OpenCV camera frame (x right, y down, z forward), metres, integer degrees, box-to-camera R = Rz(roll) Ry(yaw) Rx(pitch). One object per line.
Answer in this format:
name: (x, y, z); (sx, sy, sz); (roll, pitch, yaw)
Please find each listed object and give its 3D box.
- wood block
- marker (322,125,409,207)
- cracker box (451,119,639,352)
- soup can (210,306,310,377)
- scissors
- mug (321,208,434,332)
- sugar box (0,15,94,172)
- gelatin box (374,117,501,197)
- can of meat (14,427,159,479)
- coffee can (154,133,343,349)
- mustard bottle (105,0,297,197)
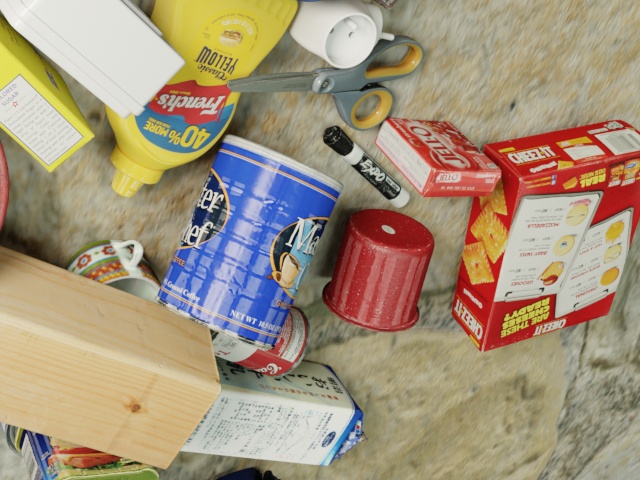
wood block: (-0.189, 0.084, 0.789); (0.205, 0.090, 0.091); (24, 114, -26)
marker: (0.040, -0.064, 0.931); (0.020, 0.020, 0.121); (-45, 135, 7)
cracker box: (0.227, -0.006, 1.058); (0.164, 0.072, 0.214); (-13, 132, -22)
soup can: (-0.067, 0.075, 0.943); (0.102, 0.069, 0.068); (28, 108, -42)
scissors: (0.002, -0.111, 0.840); (0.201, 0.016, 0.096); (-24, 144, -33)
mug: (0.061, 0.020, 0.974); (0.117, 0.093, 0.081); (-30, 140, -54)
sugar box: (-0.220, -0.128, 0.666); (0.048, 0.093, 0.176); (-38, 136, 0)
gelatin box: (0.100, -0.071, 0.912); (0.073, 0.089, 0.030); (-1, 125, -31)
can of meat: (-0.194, 0.183, 0.892); (0.101, 0.084, 0.057); (2, 124, -33)
coffee can: (-0.055, 0.001, 0.835); (0.102, 0.103, 0.140); (24, 89, -42)
mustard bottle: (-0.102, -0.113, 0.776); (0.096, 0.058, 0.192); (13, 117, -44)
